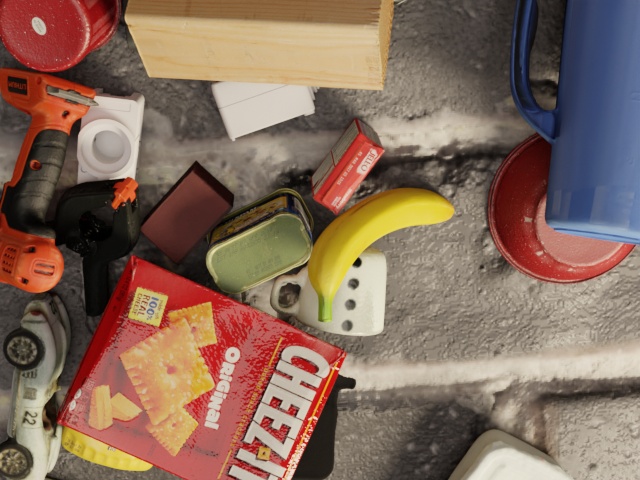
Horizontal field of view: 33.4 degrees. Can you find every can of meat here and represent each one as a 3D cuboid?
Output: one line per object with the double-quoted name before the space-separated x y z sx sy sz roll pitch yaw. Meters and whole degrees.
"can of meat" -0.056 0.001 0.993 0.102 0.084 0.057 -26 105 5

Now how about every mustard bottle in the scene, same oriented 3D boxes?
"mustard bottle" -0.178 0.126 1.037 0.096 0.058 0.192 19 105 -12

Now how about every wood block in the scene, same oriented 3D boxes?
"wood block" -0.046 -0.192 0.895 0.206 0.090 0.091 5 65 9

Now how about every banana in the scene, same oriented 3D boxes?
"banana" 0.049 -0.006 0.968 0.197 0.037 0.069 -37 122 -33

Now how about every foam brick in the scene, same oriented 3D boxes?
"foam brick" -0.125 -0.026 0.999 0.051 0.053 0.078 41 99 -12

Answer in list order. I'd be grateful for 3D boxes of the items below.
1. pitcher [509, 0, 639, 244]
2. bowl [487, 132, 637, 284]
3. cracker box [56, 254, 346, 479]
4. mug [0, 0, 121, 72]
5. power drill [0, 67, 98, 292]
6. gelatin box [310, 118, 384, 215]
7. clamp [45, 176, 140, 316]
"pitcher" 0.252 -0.123 0.916 0.144 0.149 0.243 9 90 -42
"bowl" 0.243 -0.027 1.011 0.162 0.055 0.162 0 106 -2
"cracker box" -0.106 0.129 0.963 0.213 0.072 0.164 25 85 -4
"mug" -0.216 -0.200 0.900 0.093 0.081 0.117 37 113 -13
"power drill" -0.271 -0.056 0.950 0.057 0.185 0.188 11 93 -44
"gelatin box" 0.024 -0.069 0.972 0.030 0.089 0.073 34 102 -11
"clamp" -0.211 0.005 0.985 0.120 0.039 0.172 42 132 -22
